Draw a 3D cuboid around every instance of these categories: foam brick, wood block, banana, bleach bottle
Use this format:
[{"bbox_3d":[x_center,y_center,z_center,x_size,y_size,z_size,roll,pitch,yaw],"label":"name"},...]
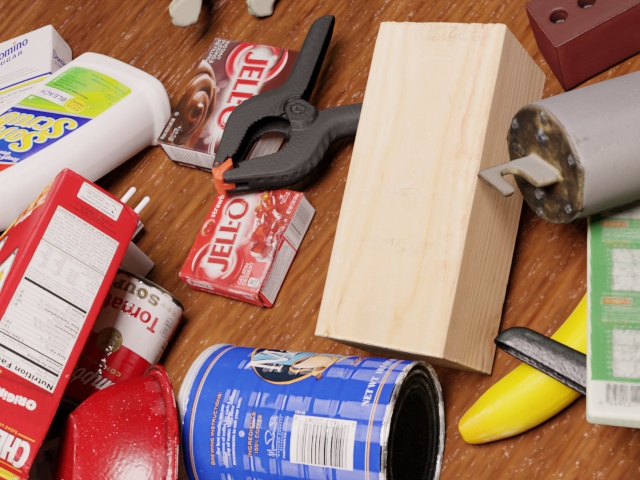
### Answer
[{"bbox_3d":[0.195,-0.156,0.767,0.078,0.051,0.053,-28,53,7],"label":"foam brick"},{"bbox_3d":[0.073,-0.027,0.689,0.090,0.090,0.206,7,81,29],"label":"wood block"},{"bbox_3d":[0.162,0.053,0.669,0.070,0.037,0.197,14,64,54],"label":"banana"},{"bbox_3d":[-0.233,-0.056,0.829,0.103,0.068,0.250,25,48,23],"label":"bleach bottle"}]

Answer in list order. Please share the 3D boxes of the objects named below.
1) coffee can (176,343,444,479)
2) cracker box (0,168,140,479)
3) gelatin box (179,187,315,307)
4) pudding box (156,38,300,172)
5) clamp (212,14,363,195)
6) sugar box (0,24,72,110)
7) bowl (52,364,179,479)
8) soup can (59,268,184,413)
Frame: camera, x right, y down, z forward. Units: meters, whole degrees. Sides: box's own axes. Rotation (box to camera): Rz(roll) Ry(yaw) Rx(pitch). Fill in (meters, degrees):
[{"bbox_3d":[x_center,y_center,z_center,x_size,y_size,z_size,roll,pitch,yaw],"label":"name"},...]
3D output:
[{"bbox_3d":[-0.006,0.120,0.661,0.140,0.102,0.102,2,62,25],"label":"coffee can"},{"bbox_3d":[-0.214,0.078,0.720,0.164,0.072,0.213,-33,32,47],"label":"cracker box"},{"bbox_3d":[-0.055,0.001,0.801,0.073,0.030,0.089,12,67,30],"label":"gelatin box"},{"bbox_3d":[-0.067,-0.107,0.866,0.090,0.039,0.113,14,68,29],"label":"pudding box"},{"bbox_3d":[-0.018,-0.101,0.812,0.171,0.039,0.120,-29,60,-14],"label":"clamp"},{"bbox_3d":[-0.272,-0.106,0.958,0.093,0.048,0.176,-17,52,13],"label":"sugar box"},{"bbox_3d":[-0.135,0.156,0.667,0.055,0.162,0.162,8,55,-20],"label":"bowl"},{"bbox_3d":[-0.150,0.080,0.774,0.069,0.068,0.102,15,68,31],"label":"soup can"}]
